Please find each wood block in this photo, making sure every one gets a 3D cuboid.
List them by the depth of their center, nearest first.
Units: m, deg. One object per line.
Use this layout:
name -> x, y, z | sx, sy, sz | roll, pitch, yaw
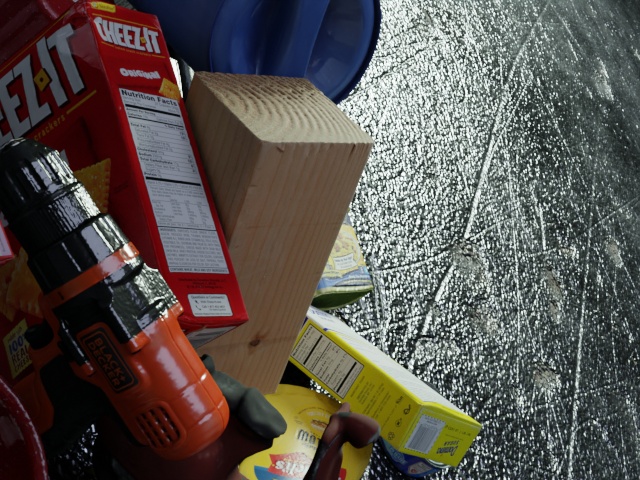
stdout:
wood block -> -0.055, 0.001, 0.710 | 0.090, 0.206, 0.090 | -3, 36, -38

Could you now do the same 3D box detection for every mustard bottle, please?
mustard bottle -> -0.017, 0.180, 0.753 | 0.096, 0.058, 0.191 | 29, 25, -5

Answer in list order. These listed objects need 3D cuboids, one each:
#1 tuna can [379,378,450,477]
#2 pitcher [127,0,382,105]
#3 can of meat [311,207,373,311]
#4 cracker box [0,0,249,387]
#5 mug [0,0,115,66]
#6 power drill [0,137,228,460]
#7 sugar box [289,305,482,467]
tuna can -> 0.088, 0.172, 0.974 | 0.086, 0.034, 0.086 | 34, 41, -36
pitcher -> -0.080, -0.182, 0.787 | 0.149, 0.145, 0.243 | -18, 39, -26
can of meat -> -0.004, 0.016, 0.949 | 0.101, 0.058, 0.084 | 0, 66, -54
cracker box -> -0.151, -0.017, 0.669 | 0.072, 0.164, 0.214 | 5, 62, -54
mug -> -0.203, -0.169, 0.795 | 0.093, 0.082, 0.117 | 40, 38, -29
power drill -> -0.160, 0.056, 0.579 | 0.184, 0.188, 0.057 | 59, 34, -5
sugar box -> 0.034, 0.109, 0.846 | 0.176, 0.048, 0.093 | 32, 2, 40
